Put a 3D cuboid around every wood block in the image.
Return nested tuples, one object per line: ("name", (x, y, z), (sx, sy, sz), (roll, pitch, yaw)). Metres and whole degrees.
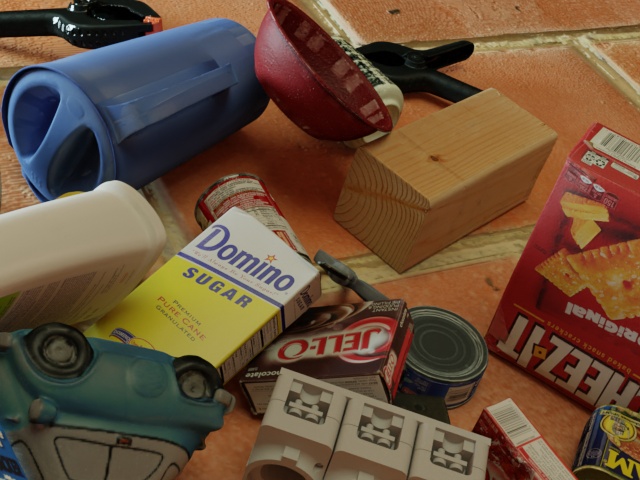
("wood block", (0.122, -0.063, 1.014), (0.091, 0.090, 0.205), (41, 45, 24))

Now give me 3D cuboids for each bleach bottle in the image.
("bleach bottle", (-0.202, 0.024, 0.646), (0.068, 0.103, 0.250), (47, 24, 12))

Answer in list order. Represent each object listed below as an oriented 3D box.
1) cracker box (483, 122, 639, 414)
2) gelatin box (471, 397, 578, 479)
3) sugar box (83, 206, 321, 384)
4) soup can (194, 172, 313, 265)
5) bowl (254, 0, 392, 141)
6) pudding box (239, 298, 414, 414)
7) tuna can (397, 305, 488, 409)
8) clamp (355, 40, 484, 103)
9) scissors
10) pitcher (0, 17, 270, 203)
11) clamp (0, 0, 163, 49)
("cracker box", (0.238, 0.039, 0.840), (0.164, 0.214, 0.072), (32, 43, 17))
("gelatin box", (0.140, 0.170, 0.763), (0.030, 0.073, 0.089), (-14, 49, -31))
("sugar box", (-0.091, 0.060, 0.783), (0.093, 0.048, 0.176), (38, 68, 22))
("soup can", (-0.056, 0.001, 0.893), (0.068, 0.069, 0.102), (-9, 47, -28))
("bowl", (-0.008, -0.143, 0.961), (0.162, 0.055, 0.162), (42, 19, -19))
("pudding box", (0.007, 0.087, 0.797), (0.114, 0.039, 0.090), (-9, 28, 22))
("tuna can", (0.092, 0.093, 0.866), (0.086, 0.034, 0.086), (10, 40, -9))
("clamp", (0.110, -0.185, 1.192), (0.171, 0.039, 0.120), (-4, 39, -15))
("scissors", (0.031, 0.037, 0.837), (0.096, 0.016, 0.202), (36, 0, -5))
("pitcher", (-0.145, -0.123, 0.952), (0.149, 0.145, 0.242), (33, 39, 20))
("clamp", (-0.235, -0.229, 1.084), (0.210, 0.036, 0.164), (13, 34, 25))
